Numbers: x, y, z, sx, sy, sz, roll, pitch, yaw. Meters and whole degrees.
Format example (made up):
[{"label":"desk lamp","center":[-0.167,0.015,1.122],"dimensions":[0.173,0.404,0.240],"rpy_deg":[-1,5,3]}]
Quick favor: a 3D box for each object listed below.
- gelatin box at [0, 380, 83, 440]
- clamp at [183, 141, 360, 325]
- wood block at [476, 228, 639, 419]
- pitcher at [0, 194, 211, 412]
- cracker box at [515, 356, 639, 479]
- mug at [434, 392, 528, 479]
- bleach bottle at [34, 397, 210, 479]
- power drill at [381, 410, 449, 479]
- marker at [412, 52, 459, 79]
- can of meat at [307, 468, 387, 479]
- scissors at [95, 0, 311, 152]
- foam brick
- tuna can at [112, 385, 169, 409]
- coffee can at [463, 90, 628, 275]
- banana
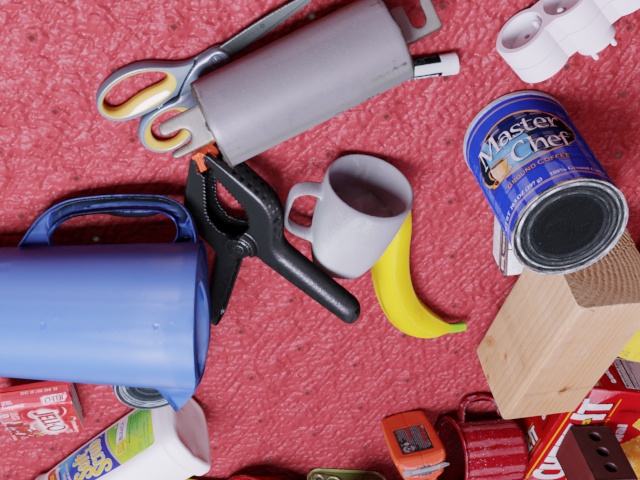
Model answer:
[{"label":"gelatin box","center":[-0.278,0.169,1.061],"dimensions":[0.073,0.030,0.089],"rpy_deg":[-7,153,-8]},{"label":"clamp","center":[-0.056,0.001,0.962],"dimensions":[0.165,0.036,0.210],"rpy_deg":[2,129,24]},{"label":"wood block","center":[0.241,0.086,1.064],"dimensions":[0.090,0.090,0.206],"rpy_deg":[-4,143,-18]},{"label":"pitcher","center":[-0.217,0.053,0.932],"dimensions":[0.243,0.149,0.145],"rpy_deg":[2,136,-1]},{"label":"cracker box","center":[0.345,0.216,1.241],"dimensions":[0.213,0.072,0.164],"rpy_deg":[9,125,-19]},{"label":"mug","center":[0.182,0.231,1.213],"dimensions":[0.081,0.093,0.117],"rpy_deg":[-2,92,-18]},{"label":"bleach bottle","center":[-0.232,0.254,1.112],"dimensions":[0.251,0.102,0.068],"rpy_deg":[-34,123,13]},{"label":"power drill","center":[0.113,0.291,1.207],"dimensions":[0.057,0.184,0.187],"rpy_deg":[-14,110,-6]},{"label":"marker","center":[0.058,-0.143,0.914],"dimensions":[0.121,0.020,0.020],"rpy_deg":[-9,130,-6]},{"label":"can of meat","center":[0.023,0.318,1.257],"dimensions":[0.102,0.057,0.084],"rpy_deg":[7,129,-19]},{"label":"scissors","center":[-0.086,-0.134,0.890],"dimensions":[0.202,0.016,0.096],"rpy_deg":[-19,132,2]},{"label":"foam brick","center":[0.299,0.246,1.158],"dimensions":[0.053,0.078,0.051],"rpy_deg":[0,128,-15]},{"label":"tuna can","center":[-0.161,0.123,1.030],"dimensions":[0.086,0.034,0.086],"rpy_deg":[-12,134,-13]},{"label":"coffee can","center":[0.195,-0.053,0.941],"dimensions":[0.102,0.140,0.103],"rpy_deg":[-7,130,-8]},{"label":"banana","center":[0.085,0.039,1.061],"dimensions":[0.069,0.037,0.197],"rpy_deg":[-36,132,-8]}]
